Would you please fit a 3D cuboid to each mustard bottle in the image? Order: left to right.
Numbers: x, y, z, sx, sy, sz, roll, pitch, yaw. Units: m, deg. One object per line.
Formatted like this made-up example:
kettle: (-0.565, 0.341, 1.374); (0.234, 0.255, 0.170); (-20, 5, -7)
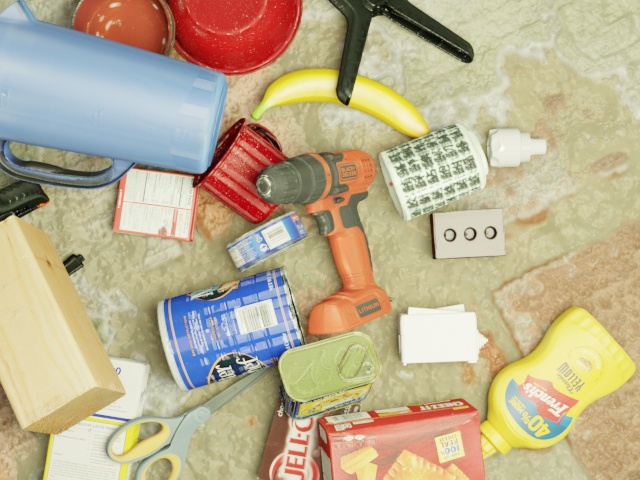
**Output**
mustard bottle: (0.239, 0.167, 1.154); (0.191, 0.058, 0.096); (-42, 93, 0)

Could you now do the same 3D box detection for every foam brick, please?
foam brick: (0.161, -0.006, 1.165); (0.078, 0.051, 0.053); (-4, 88, 1)

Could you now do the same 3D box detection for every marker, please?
marker: (-0.313, 0.055, 1.191); (0.121, 0.020, 0.020); (-39, 88, 0)

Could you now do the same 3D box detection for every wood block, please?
wood block: (-0.298, 0.090, 1.121); (0.090, 0.090, 0.206); (-31, 73, 3)

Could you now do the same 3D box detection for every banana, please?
banana: (0.024, -0.154, 1.180); (0.198, 0.037, 0.069); (6, 86, -1)

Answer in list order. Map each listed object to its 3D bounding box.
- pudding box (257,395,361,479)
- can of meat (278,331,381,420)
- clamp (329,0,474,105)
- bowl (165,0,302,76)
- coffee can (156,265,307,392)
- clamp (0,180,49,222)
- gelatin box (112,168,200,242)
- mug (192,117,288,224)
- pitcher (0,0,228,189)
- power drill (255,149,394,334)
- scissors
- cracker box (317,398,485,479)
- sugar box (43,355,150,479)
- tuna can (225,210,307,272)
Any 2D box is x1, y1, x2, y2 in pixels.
pudding box: (-0.012, 0.218, 1.168); (0.090, 0.039, 0.113); (15, 88, 2)
can of meat: (0.007, 0.144, 1.113); (0.102, 0.084, 0.057); (-15, 67, -11)
clamp: (0.070, -0.260, 1.176); (0.164, 0.036, 0.210); (-14, 78, -14)
bowl: (-0.101, -0.266, 1.179); (0.162, 0.055, 0.162); (0, 88, 2)
coffee can: (-0.093, 0.094, 1.143); (0.140, 0.103, 0.103); (-16, 88, 1)
clamp: (-0.342, -0.035, 1.121); (0.120, 0.171, 0.039); (-26, 96, 37)
gelatin box: (-0.180, -0.040, 1.186); (0.089, 0.030, 0.073); (7, 87, 1)
mug: (-0.075, -0.079, 1.158); (0.081, 0.117, 0.093); (36, 134, -16)
pitcher: (-0.225, -0.136, 1.096); (0.242, 0.149, 0.145); (13, 67, -3)
power drill: (0.009, 0.000, 1.118); (0.057, 0.184, 0.187); (-6, 96, 38)
scissors: (-0.132, 0.210, 1.165); (0.201, 0.016, 0.096); (-17, 99, -18)
cracker box: (0.091, 0.285, 1.124); (0.164, 0.072, 0.214); (-6, 95, -8)
sugar box: (-0.248, 0.214, 1.172); (0.093, 0.048, 0.176); (10, 85, 1)
tuna can: (-0.058, 0.001, 1.153); (0.086, 0.086, 0.034); (-28, 89, 0)
